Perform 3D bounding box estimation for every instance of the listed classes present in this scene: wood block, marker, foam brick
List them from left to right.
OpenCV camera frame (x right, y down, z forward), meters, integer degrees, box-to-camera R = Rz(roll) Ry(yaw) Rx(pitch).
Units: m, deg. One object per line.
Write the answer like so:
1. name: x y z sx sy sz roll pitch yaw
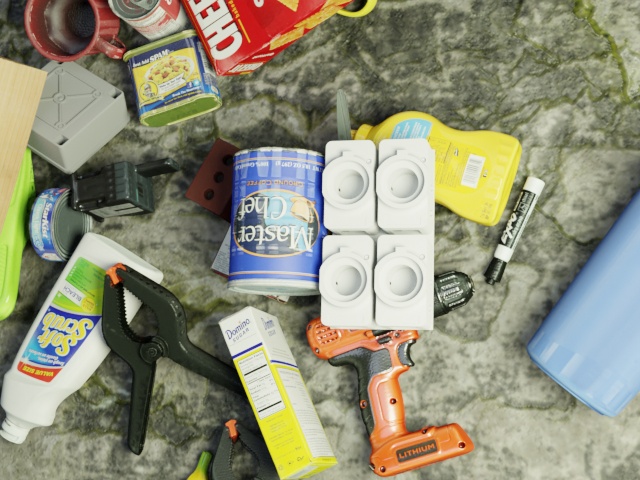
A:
1. wood block: -0.388 -0.106 1.181 0.091 0.090 0.206 19 96 21
2. foam brick: -0.106 -0.066 1.203 0.053 0.051 0.078 29 89 20
3. marker: 0.202 -0.009 1.117 0.020 0.020 0.121 24 87 19

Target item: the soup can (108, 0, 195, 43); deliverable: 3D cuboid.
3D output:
1. soup can: -0.194 -0.270 1.242 0.068 0.102 0.068 -3 78 16

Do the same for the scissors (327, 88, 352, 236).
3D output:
1. scissors: 0.047 -0.054 1.133 0.096 0.016 0.202 15 106 28

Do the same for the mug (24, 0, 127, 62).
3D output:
1. mug: -0.277 -0.252 1.254 0.117 0.081 0.093 33 106 3

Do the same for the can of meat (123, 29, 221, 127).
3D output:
1. can of meat: -0.171 -0.186 1.243 0.102 0.057 0.084 -17 77 13

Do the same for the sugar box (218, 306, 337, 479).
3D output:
1. sugar box: -0.045 0.161 1.119 0.048 0.093 0.176 -29 72 9

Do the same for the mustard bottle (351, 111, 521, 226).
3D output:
1. mustard bottle: 0.110 -0.086 1.139 0.192 0.058 0.096 18 90 19

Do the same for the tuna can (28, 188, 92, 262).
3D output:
1. tuna can: -0.300 -0.018 1.233 0.034 0.086 0.086 3 80 18

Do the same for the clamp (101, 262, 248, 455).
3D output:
1. clamp: -0.168 0.117 1.163 0.164 0.036 0.210 -19 98 8

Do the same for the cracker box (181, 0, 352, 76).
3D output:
1. cracker box: -0.059 -0.301 1.166 0.214 0.072 0.164 -28 86 34

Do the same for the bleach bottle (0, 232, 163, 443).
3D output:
1. bleach bottle: -0.285 0.121 1.216 0.103 0.068 0.251 31 92 19

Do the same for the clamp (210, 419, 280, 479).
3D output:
1. clamp: -0.076 0.274 1.119 0.120 0.039 0.171 -23 61 -18

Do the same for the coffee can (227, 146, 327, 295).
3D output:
1. coffee can: -0.043 -0.017 1.106 0.103 0.102 0.140 -1 82 16

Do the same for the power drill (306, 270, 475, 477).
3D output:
1. power drill: 0.094 0.138 1.103 0.184 0.057 0.188 -21 72 12

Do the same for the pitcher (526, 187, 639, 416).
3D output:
1. pitcher: 0.319 0.052 1.022 0.149 0.144 0.243 41 96 32
